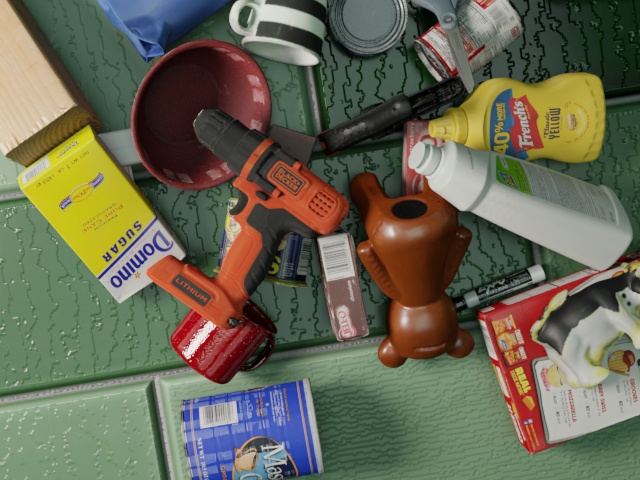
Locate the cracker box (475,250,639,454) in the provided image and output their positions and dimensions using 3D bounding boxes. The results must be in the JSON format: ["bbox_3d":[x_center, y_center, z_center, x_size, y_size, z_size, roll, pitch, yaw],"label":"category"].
[{"bbox_3d":[0.296,0.118,1.171,0.213,0.072,0.164,-20,94,-2],"label":"cracker box"}]

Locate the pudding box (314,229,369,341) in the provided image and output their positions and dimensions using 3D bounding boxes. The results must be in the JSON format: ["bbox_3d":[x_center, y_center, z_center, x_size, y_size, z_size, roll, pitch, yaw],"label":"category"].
[{"bbox_3d":[0.021,0.047,1.147,0.039,0.090,0.113,-10,93,-4],"label":"pudding box"}]

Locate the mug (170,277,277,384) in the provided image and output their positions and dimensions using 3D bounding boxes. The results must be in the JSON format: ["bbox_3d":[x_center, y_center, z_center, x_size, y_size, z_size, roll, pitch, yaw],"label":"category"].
[{"bbox_3d":[-0.100,0.105,1.154,0.081,0.093,0.117,-51,130,6],"label":"mug"}]

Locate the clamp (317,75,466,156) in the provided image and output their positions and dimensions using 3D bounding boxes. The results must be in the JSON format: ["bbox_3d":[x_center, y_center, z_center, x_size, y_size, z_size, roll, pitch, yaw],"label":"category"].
[{"bbox_3d":[0.059,-0.125,1.113,0.172,0.120,0.039,-24,85,33],"label":"clamp"}]

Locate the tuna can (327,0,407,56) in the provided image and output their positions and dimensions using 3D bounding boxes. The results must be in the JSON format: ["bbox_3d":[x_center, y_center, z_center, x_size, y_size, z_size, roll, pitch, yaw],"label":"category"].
[{"bbox_3d":[0.050,-0.244,1.160,0.086,0.034,0.086,0,93,-2],"label":"tuna can"}]

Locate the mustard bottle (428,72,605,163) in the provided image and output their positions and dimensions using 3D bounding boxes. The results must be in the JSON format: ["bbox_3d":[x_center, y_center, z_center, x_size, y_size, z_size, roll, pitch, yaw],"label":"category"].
[{"bbox_3d":[0.207,-0.126,1.139,0.191,0.058,0.096,-6,106,-15],"label":"mustard bottle"}]

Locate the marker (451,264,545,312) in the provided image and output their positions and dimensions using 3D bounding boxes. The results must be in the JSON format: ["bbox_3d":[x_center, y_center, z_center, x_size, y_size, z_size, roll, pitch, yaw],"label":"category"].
[{"bbox_3d":[0.191,0.056,1.189,0.121,0.020,0.020,-21,94,-1],"label":"marker"}]

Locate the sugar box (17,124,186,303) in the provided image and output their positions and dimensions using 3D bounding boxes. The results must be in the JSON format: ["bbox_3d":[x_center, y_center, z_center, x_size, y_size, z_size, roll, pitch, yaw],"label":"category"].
[{"bbox_3d":[-0.225,-0.024,1.118,0.093,0.048,0.176,-35,121,0],"label":"sugar box"}]

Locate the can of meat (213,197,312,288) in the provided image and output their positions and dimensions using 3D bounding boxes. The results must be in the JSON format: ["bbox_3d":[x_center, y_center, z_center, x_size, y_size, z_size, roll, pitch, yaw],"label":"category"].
[{"bbox_3d":[-0.057,0.001,1.144,0.102,0.057,0.084,10,90,28],"label":"can of meat"}]

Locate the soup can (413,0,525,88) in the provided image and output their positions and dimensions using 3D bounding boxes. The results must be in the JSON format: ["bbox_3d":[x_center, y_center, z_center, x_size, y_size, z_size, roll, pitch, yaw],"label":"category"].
[{"bbox_3d":[0.160,-0.219,1.148,0.102,0.068,0.068,-38,94,0],"label":"soup can"}]

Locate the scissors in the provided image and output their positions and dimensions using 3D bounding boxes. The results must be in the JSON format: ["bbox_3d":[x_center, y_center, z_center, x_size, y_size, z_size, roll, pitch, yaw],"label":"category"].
[{"bbox_3d":[0.148,-0.241,1.114,0.096,0.016,0.202,-30,56,0],"label":"scissors"}]

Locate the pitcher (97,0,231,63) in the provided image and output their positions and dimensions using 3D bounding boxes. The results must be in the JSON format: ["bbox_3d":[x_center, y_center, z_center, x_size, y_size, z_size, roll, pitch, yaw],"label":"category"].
[{"bbox_3d":[-0.128,-0.310,1.112,0.243,0.145,0.149,-34,106,-4],"label":"pitcher"}]

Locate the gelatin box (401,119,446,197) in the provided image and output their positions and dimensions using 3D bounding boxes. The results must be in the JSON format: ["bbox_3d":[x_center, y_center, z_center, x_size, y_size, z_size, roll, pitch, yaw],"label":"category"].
[{"bbox_3d":[0.127,-0.087,1.173,0.073,0.030,0.089,2,93,-2],"label":"gelatin box"}]

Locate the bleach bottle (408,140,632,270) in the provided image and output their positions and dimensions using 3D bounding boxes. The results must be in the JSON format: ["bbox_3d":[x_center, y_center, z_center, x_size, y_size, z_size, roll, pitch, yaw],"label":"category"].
[{"bbox_3d":[0.201,-0.050,1.103,0.250,0.102,0.068,20,123,-23],"label":"bleach bottle"}]

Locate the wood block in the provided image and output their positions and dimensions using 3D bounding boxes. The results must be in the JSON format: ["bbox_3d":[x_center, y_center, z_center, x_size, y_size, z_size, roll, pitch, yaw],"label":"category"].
[{"bbox_3d":[-0.324,-0.184,1.097,0.091,0.090,0.206,-34,79,1],"label":"wood block"}]

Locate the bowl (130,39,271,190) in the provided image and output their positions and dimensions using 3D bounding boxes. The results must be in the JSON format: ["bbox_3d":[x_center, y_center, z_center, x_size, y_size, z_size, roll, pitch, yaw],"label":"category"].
[{"bbox_3d":[-0.134,-0.137,1.128,0.161,0.055,0.162,-14,118,-28],"label":"bowl"}]

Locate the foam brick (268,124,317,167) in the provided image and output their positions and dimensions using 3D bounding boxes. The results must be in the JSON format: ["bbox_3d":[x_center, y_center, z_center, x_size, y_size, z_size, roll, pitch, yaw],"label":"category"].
[{"bbox_3d":[-0.039,-0.082,1.156,0.051,0.053,0.078,18,93,-3],"label":"foam brick"}]

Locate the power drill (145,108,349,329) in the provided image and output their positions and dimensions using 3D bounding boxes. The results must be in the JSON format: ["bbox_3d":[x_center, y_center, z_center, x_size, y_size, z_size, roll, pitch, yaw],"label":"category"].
[{"bbox_3d":[-0.092,-0.019,1.077,0.184,0.057,0.187,36,87,8],"label":"power drill"}]

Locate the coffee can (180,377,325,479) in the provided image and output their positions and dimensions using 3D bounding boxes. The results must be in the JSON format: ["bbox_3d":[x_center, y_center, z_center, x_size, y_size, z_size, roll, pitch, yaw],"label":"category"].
[{"bbox_3d":[-0.072,0.210,1.146,0.140,0.103,0.103,-10,93,-2],"label":"coffee can"}]
